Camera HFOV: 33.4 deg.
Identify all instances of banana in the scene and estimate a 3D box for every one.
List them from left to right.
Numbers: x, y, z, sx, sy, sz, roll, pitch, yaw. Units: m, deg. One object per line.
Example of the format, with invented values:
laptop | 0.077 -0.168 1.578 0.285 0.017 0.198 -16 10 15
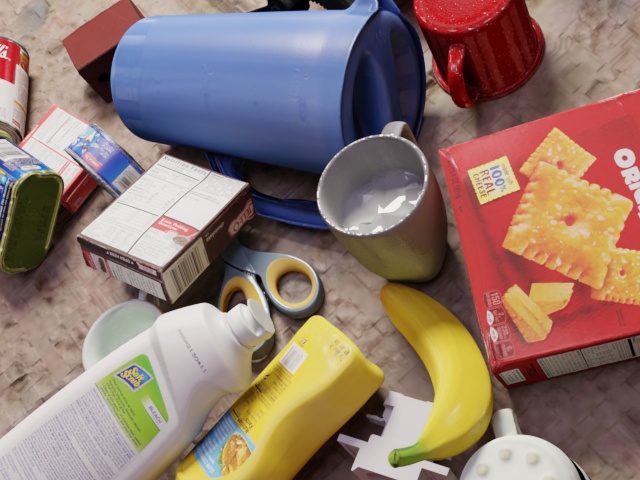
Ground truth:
banana | 0.077 0.083 0.706 0.069 0.037 0.197 16 26 -7

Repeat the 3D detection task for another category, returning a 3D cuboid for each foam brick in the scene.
foam brick | -0.190 -0.177 0.993 0.078 0.053 0.051 -34 55 4

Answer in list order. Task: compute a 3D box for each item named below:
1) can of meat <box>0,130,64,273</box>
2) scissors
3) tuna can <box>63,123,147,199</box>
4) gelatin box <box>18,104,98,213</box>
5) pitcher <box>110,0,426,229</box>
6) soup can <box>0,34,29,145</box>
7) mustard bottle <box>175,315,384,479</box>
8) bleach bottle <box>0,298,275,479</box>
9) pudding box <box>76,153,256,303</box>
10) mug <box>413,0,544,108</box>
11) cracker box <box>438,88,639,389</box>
can of meat | -0.275 -0.033 0.930 0.084 0.057 0.102 32 114 31
scissors | -0.056 0.001 0.859 0.096 0.016 0.202 -21 57 10
tuna can | -0.173 -0.058 0.901 0.033 0.086 0.086 -47 55 -8
gelatin box | -0.232 -0.075 0.970 0.089 0.030 0.073 30 76 33
pitcher | -0.048 -0.112 0.860 0.243 0.145 0.149 9 55 31
soup can | -0.315 -0.136 1.017 0.069 0.068 0.102 -14 59 16
mustard bottle | -0.043 0.141 0.739 0.191 0.058 0.096 -46 22 -5
bleach bottle | -0.133 0.131 0.751 0.251 0.068 0.102 -37 84 13
pudding box | -0.119 -0.012 0.833 0.090 0.039 0.113 20 49 29
mug | 0.118 -0.159 0.830 0.093 0.081 0.117 7 66 27
cracker box | 0.201 -0.009 0.706 0.214 0.072 0.164 -16 67 15
